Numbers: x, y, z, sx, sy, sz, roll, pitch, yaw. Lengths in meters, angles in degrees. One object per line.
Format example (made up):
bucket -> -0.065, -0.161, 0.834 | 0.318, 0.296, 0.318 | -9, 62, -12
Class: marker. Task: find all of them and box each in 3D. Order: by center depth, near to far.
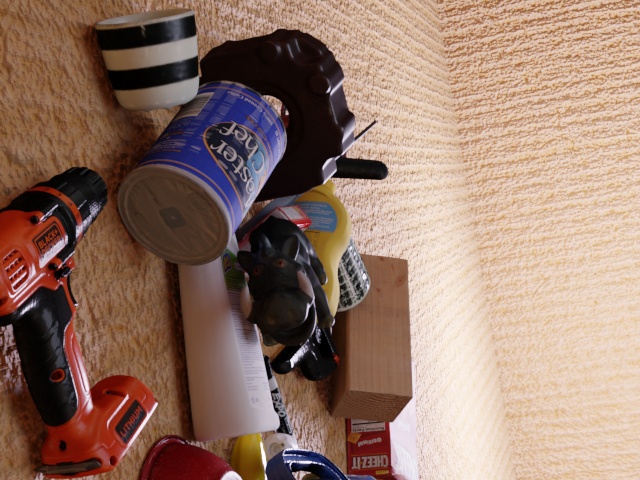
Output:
marker -> -0.051, 0.178, 1.179 | 0.020, 0.020, 0.121 | -69, 146, -61

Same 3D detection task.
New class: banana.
banana -> -0.065, 0.268, 1.042 | 0.069, 0.037, 0.198 | 47, 37, -60

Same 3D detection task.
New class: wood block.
wood block -> 0.067, 0.130, 1.439 | 0.091, 0.090, 0.206 | 114, -20, -56

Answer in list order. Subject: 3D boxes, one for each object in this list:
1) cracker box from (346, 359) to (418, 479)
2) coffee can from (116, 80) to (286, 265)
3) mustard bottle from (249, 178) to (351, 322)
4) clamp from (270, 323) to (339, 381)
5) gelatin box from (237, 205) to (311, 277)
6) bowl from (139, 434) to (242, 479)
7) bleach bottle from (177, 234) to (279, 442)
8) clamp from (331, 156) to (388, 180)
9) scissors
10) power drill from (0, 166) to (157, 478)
cracker box -> 0.092, 0.254, 1.543 | 0.164, 0.072, 0.213 | 51, 34, -60
coffee can -> -0.101, -0.061, 0.935 | 0.140, 0.103, 0.103 | -63, 142, -46
mustard bottle -> -0.015, -0.001, 1.212 | 0.058, 0.096, 0.191 | 59, 36, -53
clamp -> -0.020, 0.120, 1.286 | 0.210, 0.036, 0.164 | 61, 25, -51
gelatin box -> -0.058, 0.001, 1.135 | 0.030, 0.089, 0.073 | 49, 14, 9
bowl -> -0.098, 0.244, 0.908 | 0.162, 0.055, 0.162 | -9, 90, -74
bleach bottle -> -0.097, 0.060, 1.009 | 0.102, 0.068, 0.251 | 30, 50, -75
clamp -> -0.017, -0.079, 1.296 | 0.120, 0.171, 0.039 | -54, -155, 41
scissors -> -0.020, -0.058, 1.172 | 0.016, 0.201, 0.096 | 50, -8, 3
power drill -> -0.175, 0.055, 0.745 | 0.184, 0.057, 0.187 | -58, 134, -62
